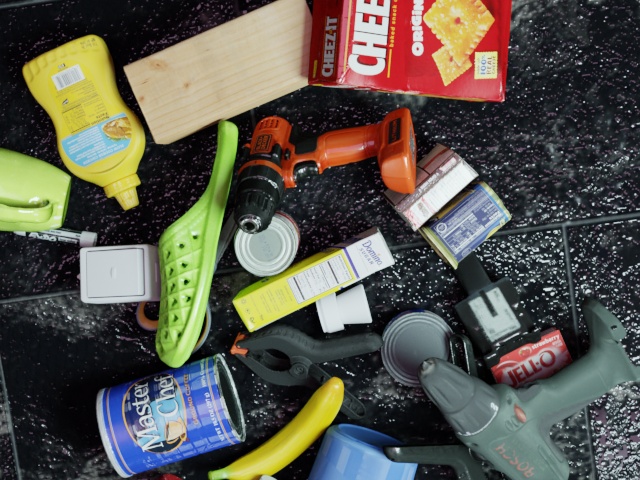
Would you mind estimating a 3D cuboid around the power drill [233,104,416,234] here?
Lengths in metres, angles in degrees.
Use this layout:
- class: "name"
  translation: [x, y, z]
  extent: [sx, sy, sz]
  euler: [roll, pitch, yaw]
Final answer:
- class: "power drill"
  translation: [0.005, -0.077, 1.121]
  extent: [0.188, 0.184, 0.057]
  euler: [-5, 129, 11]

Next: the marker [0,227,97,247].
- class: "marker"
  translation: [-0.317, -0.010, 1.221]
  extent: [0.121, 0.020, 0.020]
  euler: [10, 95, 0]

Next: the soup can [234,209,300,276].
- class: "soup can"
  translation: [-0.058, 0.001, 1.174]
  extent: [0.068, 0.102, 0.068]
  euler: [0, 94, 1]

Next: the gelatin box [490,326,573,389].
- class: "gelatin box"
  translation: [0.243, 0.150, 1.215]
  extent: [0.089, 0.030, 0.073]
  euler: [-24, 94, 3]

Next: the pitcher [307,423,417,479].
- class: "pitcher"
  translation: [0.034, 0.339, 1.191]
  extent: [0.149, 0.145, 0.243]
  euler: [16, 93, -38]

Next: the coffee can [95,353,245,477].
- class: "coffee can"
  translation: [-0.166, 0.195, 1.193]
  extent: [0.140, 0.103, 0.103]
  euler: [-17, 94, 2]

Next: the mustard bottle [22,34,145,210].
- class: "mustard bottle"
  translation: [-0.250, -0.124, 1.190]
  extent: [0.096, 0.058, 0.191]
  euler: [-24, 94, 2]

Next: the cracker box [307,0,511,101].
- class: "cracker box"
  translation: [0.100, -0.235, 1.120]
  extent: [0.213, 0.072, 0.164]
  euler: [1, 96, -30]

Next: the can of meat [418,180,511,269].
- class: "can of meat"
  translation: [0.157, -0.019, 1.169]
  extent: [0.084, 0.102, 0.057]
  euler: [-40, 92, 2]

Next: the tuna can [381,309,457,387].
- class: "tuna can"
  translation: [0.111, 0.122, 1.214]
  extent: [0.086, 0.034, 0.086]
  euler: [0, 95, 1]

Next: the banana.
- class: "banana"
  translation: [-0.036, 0.223, 1.206]
  extent: [0.198, 0.069, 0.037]
  euler: [-41, 65, 15]

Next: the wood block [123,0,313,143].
- class: "wood block"
  translation: [-0.096, -0.185, 1.165]
  extent: [0.206, 0.091, 0.090]
  euler: [-23, 94, 3]

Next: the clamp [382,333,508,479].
- class: "clamp"
  translation: [0.160, 0.231, 1.183]
  extent: [0.164, 0.036, 0.210]
  euler: [-47, 115, -26]

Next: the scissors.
- class: "scissors"
  translation: [-0.150, 0.032, 1.222]
  extent: [0.096, 0.016, 0.202]
  euler: [14, 95, 0]

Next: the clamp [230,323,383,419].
- class: "clamp"
  translation: [-0.012, 0.130, 1.200]
  extent: [0.171, 0.039, 0.120]
  euler: [20, 118, -2]

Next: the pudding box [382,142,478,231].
- class: "pudding box"
  translation: [0.117, -0.060, 1.159]
  extent: [0.090, 0.113, 0.039]
  euler: [-43, 98, 5]

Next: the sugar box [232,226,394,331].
- class: "sugar box"
  translation: [-0.007, 0.040, 1.181]
  extent: [0.176, 0.093, 0.048]
  euler: [-28, 94, 3]
